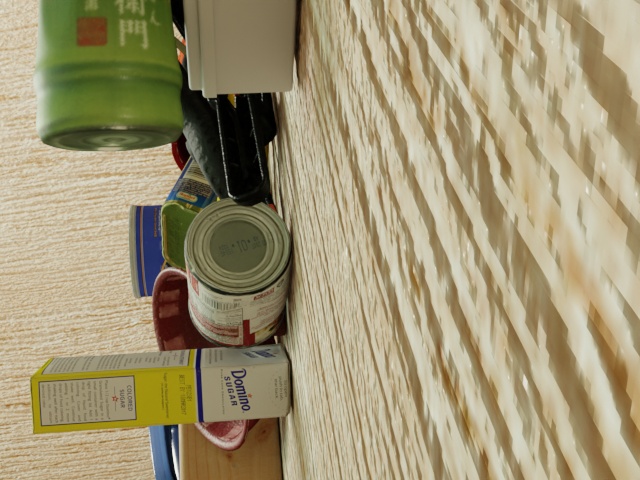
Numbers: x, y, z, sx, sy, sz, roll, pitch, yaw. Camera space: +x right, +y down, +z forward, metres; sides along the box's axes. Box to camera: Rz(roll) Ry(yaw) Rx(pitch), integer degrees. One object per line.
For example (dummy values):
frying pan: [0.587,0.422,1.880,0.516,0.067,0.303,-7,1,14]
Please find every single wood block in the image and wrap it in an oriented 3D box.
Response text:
wood block: [-0.077,0.250,0.947,0.091,0.090,0.206,95,170,-63]

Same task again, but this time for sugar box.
sugar box: [-0.111,0.105,0.765,0.093,0.176,0.048,-150,59,-85]

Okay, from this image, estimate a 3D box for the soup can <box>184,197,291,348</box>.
soup can: [-0.054,0.023,0.695,0.102,0.068,0.068,100,166,-66]

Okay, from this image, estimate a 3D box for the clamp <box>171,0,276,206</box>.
clamp: [-0.064,-0.115,0.705,0.210,0.036,0.164,-76,-35,-77]

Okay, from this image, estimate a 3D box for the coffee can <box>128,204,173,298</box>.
coffee can: [-0.136,0.009,1.173,0.103,0.140,0.103,177,90,-85]

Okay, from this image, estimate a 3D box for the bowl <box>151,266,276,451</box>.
bowl: [-0.081,0.092,0.899,0.162,0.055,0.162,36,135,46]

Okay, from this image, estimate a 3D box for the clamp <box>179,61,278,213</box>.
clamp: [-0.075,-0.072,0.776,0.171,0.039,0.120,61,-165,13]

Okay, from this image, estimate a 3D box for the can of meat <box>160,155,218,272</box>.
can of meat: [-0.101,-0.029,0.945,0.102,0.057,0.083,98,-166,-54]
